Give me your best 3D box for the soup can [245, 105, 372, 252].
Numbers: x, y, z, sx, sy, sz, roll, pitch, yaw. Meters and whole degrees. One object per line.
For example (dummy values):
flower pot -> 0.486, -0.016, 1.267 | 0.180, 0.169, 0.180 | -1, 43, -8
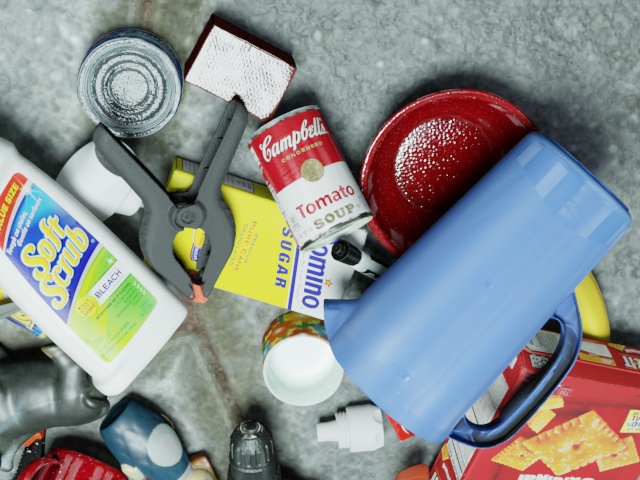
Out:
soup can -> -0.009, -0.049, 0.870 | 0.068, 0.068, 0.102 | -27, 83, 6

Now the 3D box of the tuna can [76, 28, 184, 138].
tuna can -> -0.155, -0.127, 0.870 | 0.086, 0.034, 0.086 | -2, 112, -4

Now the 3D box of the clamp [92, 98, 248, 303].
clamp -> -0.120, -0.029, 0.854 | 0.120, 0.039, 0.171 | -1, 112, -11

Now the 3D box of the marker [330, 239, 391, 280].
marker -> 0.046, 0.024, 0.920 | 0.020, 0.020, 0.121 | -46, 143, 12

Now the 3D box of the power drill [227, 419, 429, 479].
power drill -> 0.006, 0.242, 0.994 | 0.187, 0.057, 0.184 | 3, 127, 6

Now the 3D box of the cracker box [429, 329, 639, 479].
cracker box -> 0.210, 0.189, 0.981 | 0.164, 0.072, 0.214 | 12, 121, -14

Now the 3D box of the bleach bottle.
bleach bottle -> -0.227, 0.006, 0.841 | 0.250, 0.068, 0.102 | 44, 76, -18

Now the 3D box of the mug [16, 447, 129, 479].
mug -> -0.231, 0.234, 0.960 | 0.093, 0.081, 0.117 | 2, 150, 36

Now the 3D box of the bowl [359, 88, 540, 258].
bowl -> 0.110, -0.056, 0.910 | 0.162, 0.055, 0.162 | -2, 112, -4

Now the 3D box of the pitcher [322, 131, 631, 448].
pitcher -> 0.135, 0.041, 0.853 | 0.243, 0.145, 0.149 | -47, 138, 10

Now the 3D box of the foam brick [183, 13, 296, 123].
foam brick -> -0.065, -0.140, 0.864 | 0.078, 0.051, 0.053 | 27, 106, -15

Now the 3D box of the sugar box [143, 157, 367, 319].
sugar box -> -0.056, 0.001, 0.923 | 0.176, 0.048, 0.093 | 18, 109, -10
